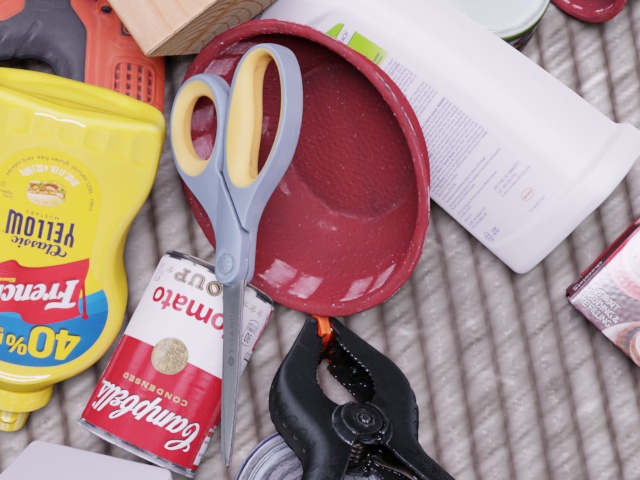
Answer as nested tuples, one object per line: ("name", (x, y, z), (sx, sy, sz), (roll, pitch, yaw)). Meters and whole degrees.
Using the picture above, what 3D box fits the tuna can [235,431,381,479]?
("tuna can", (-0.006, 0.142, 0.573), (0.086, 0.034, 0.086), (1, 81, -3))

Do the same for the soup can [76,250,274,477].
("soup can", (-0.075, 0.065, 0.565), (0.068, 0.068, 0.102), (26, 79, 1))

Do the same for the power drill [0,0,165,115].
("power drill", (-0.168, -0.151, 0.572), (0.187, 0.057, 0.184), (7, 70, -25))

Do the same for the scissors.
("scissors", (-0.053, 0.001, 0.530), (0.016, 0.096, 0.202), (7, 98, -45))

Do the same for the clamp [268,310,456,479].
("clamp", (0.011, 0.105, 0.529), (0.120, 0.039, 0.172), (-1, 38, -31))

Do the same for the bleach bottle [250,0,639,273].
("bleach bottle", (0.047, -0.097, 0.583), (0.251, 0.103, 0.068), (41, 50, 5))

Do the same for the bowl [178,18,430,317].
("bowl", (0.000, -0.043, 0.567), (0.162, 0.162, 0.055), (51, 43, 5))

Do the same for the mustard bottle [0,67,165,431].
("mustard bottle", (-0.145, 0.015, 0.545), (0.096, 0.058, 0.192), (13, 113, -10))
